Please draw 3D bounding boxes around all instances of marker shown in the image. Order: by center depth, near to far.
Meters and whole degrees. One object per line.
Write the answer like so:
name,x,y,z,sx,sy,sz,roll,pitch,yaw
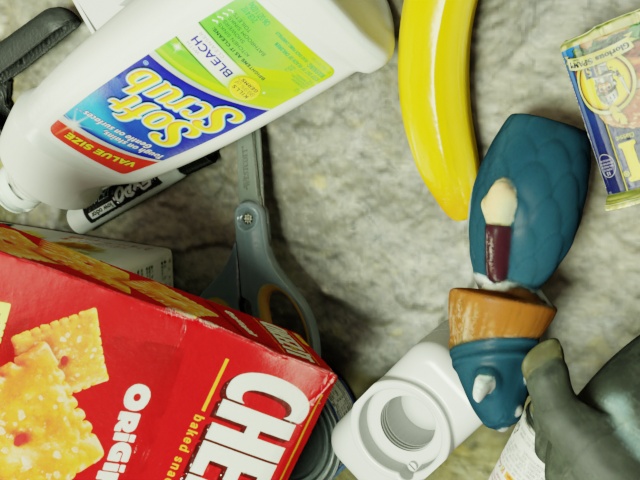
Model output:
marker,-0.110,-0.035,0.661,0.121,0.020,0.020,-25,90,29

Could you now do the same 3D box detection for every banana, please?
banana,0.073,-0.109,0.540,0.070,0.037,0.198,23,112,21

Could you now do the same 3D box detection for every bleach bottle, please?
bleach bottle,-0.087,-0.079,0.590,0.251,0.068,0.102,-30,127,29

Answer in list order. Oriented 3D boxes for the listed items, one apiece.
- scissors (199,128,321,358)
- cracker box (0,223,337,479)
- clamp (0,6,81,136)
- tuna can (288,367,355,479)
scissors,-0.054,0.001,0.622,0.096,0.016,0.202,-21,80,24
cracker box,-0.121,0.095,0.525,0.213,0.072,0.164,23,96,-25
clamp,-0.214,-0.102,0.686,0.172,0.039,0.120,19,109,22
tuna can,-0.020,0.111,0.643,0.086,0.033,0.086,7,105,25
